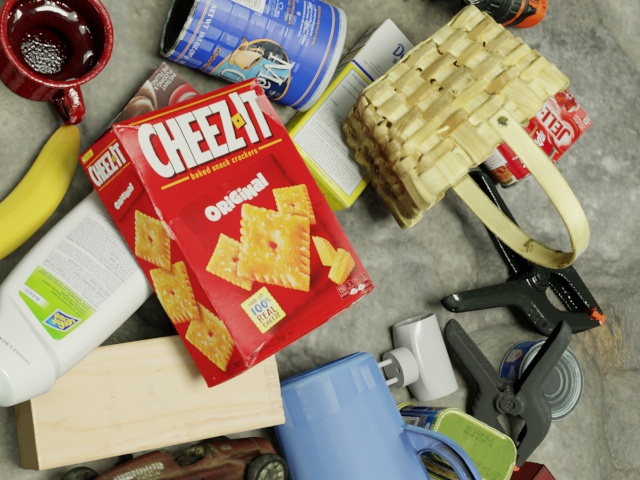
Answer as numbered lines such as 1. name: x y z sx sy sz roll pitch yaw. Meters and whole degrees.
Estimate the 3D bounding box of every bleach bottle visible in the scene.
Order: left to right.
1. bleach bottle: -0.205 0.043 0.830 0.102 0.068 0.250 35 42 6

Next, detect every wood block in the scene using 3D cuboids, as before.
1. wood block: -0.146 0.129 0.897 0.205 0.091 0.090 -6 83 -25

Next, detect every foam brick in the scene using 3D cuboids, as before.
1. foam brick: 0.217 0.268 1.072 0.051 0.053 0.078 -42 102 -23

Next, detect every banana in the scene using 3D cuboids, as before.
1. banana: -0.270 -0.023 0.889 0.197 0.037 0.069 -36 101 -24

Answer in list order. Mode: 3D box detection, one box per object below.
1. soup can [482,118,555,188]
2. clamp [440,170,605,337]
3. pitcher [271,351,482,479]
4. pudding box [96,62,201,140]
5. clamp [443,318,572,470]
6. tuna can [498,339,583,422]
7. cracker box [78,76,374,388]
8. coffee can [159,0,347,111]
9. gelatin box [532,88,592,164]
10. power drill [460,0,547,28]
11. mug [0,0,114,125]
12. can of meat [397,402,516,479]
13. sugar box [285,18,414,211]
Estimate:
1. soup can: 0.183 -0.113 1.094 0.068 0.069 0.102 -44 102 -23
2. clamp: 0.208 0.046 1.092 0.209 0.036 0.164 37 54 -20
3. pitcher: 0.049 0.224 0.946 0.149 0.145 0.243 -19 85 -29
4. pudding box: -0.143 -0.088 0.954 0.090 0.039 0.113 41 69 -15
5. clamp: 0.177 0.147 1.051 0.039 0.120 0.171 -47 144 -60
6. tuna can: 0.229 0.145 1.103 0.086 0.034 0.086 3 83 -25
7. cracker box: -0.070 -0.013 0.873 0.163 0.072 0.214 -27 87 -44
8. coffee can: -0.061 -0.189 0.969 0.140 0.103 0.103 19 76 -22
9. gelatin box: 0.240 -0.135 1.143 0.073 0.030 0.089 -44 102 -23
10. power drill: 0.165 -0.306 1.075 0.184 0.057 0.187 -12 87 -64
11. mug: -0.225 -0.153 0.900 0.093 0.082 0.117 -22 93 -26
12. can of meat: 0.124 0.196 1.021 0.102 0.084 0.057 29 72 -19
13. sugar box: 0.038 -0.122 1.040 0.093 0.048 0.176 46 65 -15
